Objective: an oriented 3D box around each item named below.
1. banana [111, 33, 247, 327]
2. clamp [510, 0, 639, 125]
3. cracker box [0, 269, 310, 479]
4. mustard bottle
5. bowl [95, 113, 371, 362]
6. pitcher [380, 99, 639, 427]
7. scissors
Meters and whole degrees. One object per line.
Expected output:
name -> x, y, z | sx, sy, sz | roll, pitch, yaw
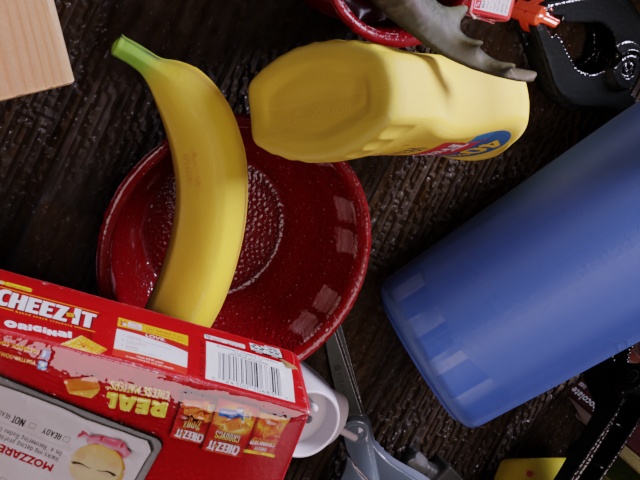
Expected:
banana -> -0.073, -0.007, 0.555 | 0.069, 0.037, 0.198 | 2, 107, -4
clamp -> 0.196, -0.121, 0.688 | 0.171, 0.039, 0.120 | 32, 88, -35
cracker box -> -0.118, 0.137, 0.544 | 0.164, 0.072, 0.214 | 16, 111, -13
mustard bottle -> 0.057, -0.072, 0.581 | 0.191, 0.096, 0.058 | -6, 90, -50
bowl -> -0.054, 0.001, 0.616 | 0.161, 0.055, 0.162 | -7, 111, -20
pitcher -> 0.167, 0.014, 0.663 | 0.243, 0.145, 0.149 | -32, 110, 6
scissors -> 0.043, 0.133, 0.710 | 0.096, 0.016, 0.202 | 4, 109, 5
